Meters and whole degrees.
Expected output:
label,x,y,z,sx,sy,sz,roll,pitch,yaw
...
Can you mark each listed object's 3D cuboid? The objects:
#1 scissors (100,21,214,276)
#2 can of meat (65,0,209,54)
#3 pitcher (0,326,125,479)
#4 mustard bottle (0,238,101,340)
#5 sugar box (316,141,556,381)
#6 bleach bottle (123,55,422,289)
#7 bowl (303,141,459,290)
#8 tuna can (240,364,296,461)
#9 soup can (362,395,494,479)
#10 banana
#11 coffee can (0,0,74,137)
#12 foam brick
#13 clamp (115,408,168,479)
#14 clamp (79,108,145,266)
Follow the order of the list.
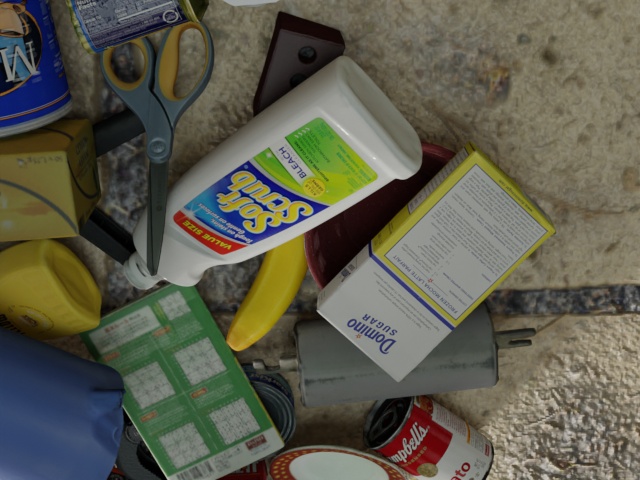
label,x,y,z,sx,sy,sz,roll,pitch,yaw
scissors,-0.138,-0.080,0.809,0.096,0.016,0.201,15,78,7
can of meat,-0.132,-0.179,0.773,0.084,0.102,0.057,-17,112,7
pitcher,-0.284,0.121,0.813,0.242,0.145,0.149,32,87,-37
mustard bottle,-0.286,0.059,0.884,0.192,0.058,0.096,-16,142,13
sugar box,0.089,0.018,0.838,0.093,0.048,0.176,43,105,-10
bleach bottle,-0.050,-0.030,0.819,0.251,0.068,0.102,-34,112,25
bowl,0.065,-0.013,0.883,0.162,0.055,0.162,-1,113,-3
tuna can,-0.065,0.155,0.962,0.086,0.034,0.086,-1,114,-3
soup can,0.098,0.183,0.967,0.102,0.068,0.069,35,107,-18
banana,-0.037,-0.002,0.885,0.069,0.037,0.198,3,106,-8
coffee can,-0.245,-0.155,0.775,0.103,0.103,0.140,-8,114,0
foam brick,-0.018,-0.129,0.828,0.053,0.051,0.078,14,112,-10
clamp,-0.155,0.154,0.955,0.120,0.039,0.171,-29,111,14
clamp,-0.215,-0.041,0.864,0.210,0.036,0.165,1,117,-3
